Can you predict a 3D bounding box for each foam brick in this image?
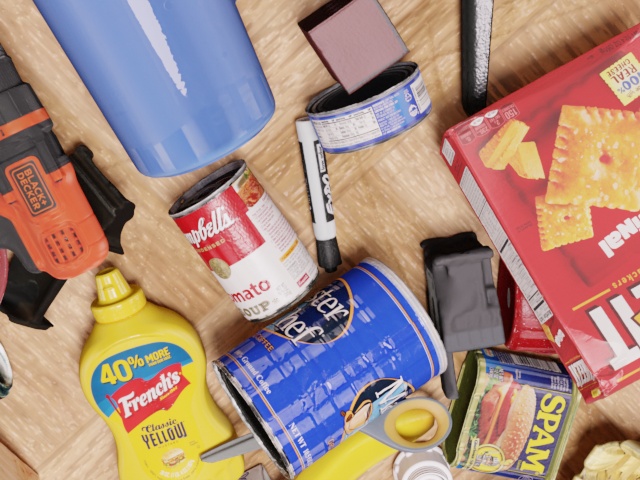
[{"bbox_3d":[0.022,-0.142,0.743,0.053,0.078,0.051,-35,107,3],"label":"foam brick"}]

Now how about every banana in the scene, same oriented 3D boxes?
[{"bbox_3d":[0.012,0.198,0.843,0.069,0.037,0.197,39,74,-8],"label":"banana"}]

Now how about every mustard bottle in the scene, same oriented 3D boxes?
[{"bbox_3d":[-0.130,0.109,0.817,0.096,0.058,0.191,-18,108,-1],"label":"mustard bottle"}]

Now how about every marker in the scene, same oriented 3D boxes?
[{"bbox_3d":[-0.001,-0.033,0.804,0.020,0.020,0.121,-9,108,-2],"label":"marker"}]

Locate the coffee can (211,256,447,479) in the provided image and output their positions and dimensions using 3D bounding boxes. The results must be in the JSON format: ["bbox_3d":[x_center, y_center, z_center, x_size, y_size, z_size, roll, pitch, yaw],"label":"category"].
[{"bbox_3d":[0.007,0.092,0.779,0.140,0.103,0.103,-33,108,-14],"label":"coffee can"}]

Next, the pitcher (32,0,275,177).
[{"bbox_3d":[-0.117,-0.174,0.703,0.149,0.145,0.243,-21,112,14],"label":"pitcher"}]

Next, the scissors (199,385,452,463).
[{"bbox_3d":[0.017,0.151,0.825,0.201,0.016,0.096,-32,83,-14],"label":"scissors"}]

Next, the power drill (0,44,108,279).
[{"bbox_3d":[-0.257,-0.031,0.703,0.187,0.057,0.184,-25,100,3],"label":"power drill"}]

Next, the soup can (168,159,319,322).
[{"bbox_3d":[-0.055,0.001,0.784,0.068,0.068,0.102,-33,107,5],"label":"soup can"}]

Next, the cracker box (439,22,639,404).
[{"bbox_3d":[0.206,-0.020,0.739,0.164,0.072,0.214,-28,77,-2],"label":"cracker box"}]

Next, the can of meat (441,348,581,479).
[{"bbox_3d":[0.151,0.140,0.853,0.084,0.057,0.102,12,106,-6],"label":"can of meat"}]

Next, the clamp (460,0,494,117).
[{"bbox_3d":[0.134,-0.207,0.750,0.165,0.036,0.210,-27,106,13],"label":"clamp"}]

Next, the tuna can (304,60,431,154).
[{"bbox_3d":[0.034,-0.094,0.754,0.086,0.086,0.034,-23,109,2],"label":"tuna can"}]

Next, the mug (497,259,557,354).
[{"bbox_3d":[0.181,0.050,0.819,0.081,0.093,0.117,1,144,-1],"label":"mug"}]
